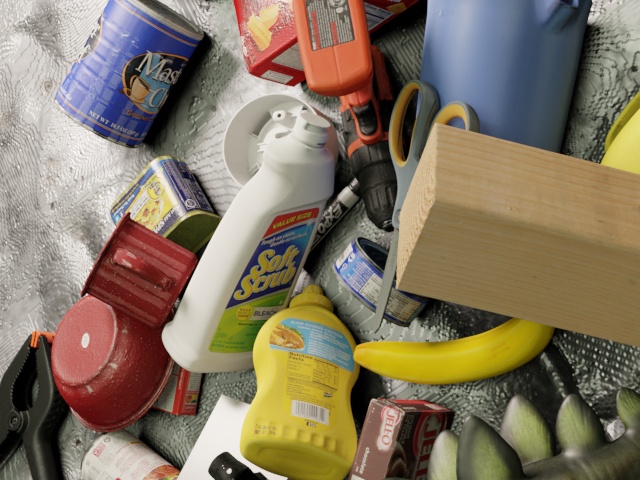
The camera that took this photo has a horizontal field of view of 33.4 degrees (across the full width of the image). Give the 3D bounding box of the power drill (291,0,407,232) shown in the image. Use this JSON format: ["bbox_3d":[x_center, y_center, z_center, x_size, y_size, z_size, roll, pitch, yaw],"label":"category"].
[{"bbox_3d":[0.031,-0.117,0.902,0.057,0.187,0.184,-14,66,8],"label":"power drill"}]

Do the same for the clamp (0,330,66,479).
[{"bbox_3d":[-0.333,0.205,1.182,0.165,0.036,0.210,-1,80,33],"label":"clamp"}]

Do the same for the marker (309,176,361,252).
[{"bbox_3d":[0.010,-0.024,1.003,0.121,0.020,0.020,-47,61,18],"label":"marker"}]

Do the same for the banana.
[{"bbox_3d":[0.121,0.087,0.890,0.198,0.037,0.069,-25,103,33],"label":"banana"}]

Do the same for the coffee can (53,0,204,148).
[{"bbox_3d":[-0.201,-0.182,1.118,0.103,0.102,0.140,40,105,31],"label":"coffee can"}]

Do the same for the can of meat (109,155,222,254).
[{"bbox_3d":[-0.162,-0.024,1.095,0.102,0.057,0.084,-43,60,21],"label":"can of meat"}]

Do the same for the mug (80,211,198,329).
[{"bbox_3d":[-0.168,0.030,1.005,0.081,0.117,0.093,29,77,-5],"label":"mug"}]

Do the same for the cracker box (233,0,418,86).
[{"bbox_3d":[0.005,-0.265,0.986,0.214,0.071,0.164,-28,65,43],"label":"cracker box"}]

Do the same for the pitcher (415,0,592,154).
[{"bbox_3d":[0.132,-0.089,0.878,0.145,0.149,0.243,9,91,19],"label":"pitcher"}]

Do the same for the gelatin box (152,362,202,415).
[{"bbox_3d":[-0.160,0.133,1.084,0.089,0.030,0.073,9,87,37],"label":"gelatin box"}]

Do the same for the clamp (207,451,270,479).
[{"bbox_3d":[-0.056,0.201,0.852,0.039,0.120,0.172,-42,21,-17],"label":"clamp"}]

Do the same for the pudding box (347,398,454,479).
[{"bbox_3d":[0.064,0.189,0.891,0.039,0.089,0.113,20,94,36],"label":"pudding box"}]

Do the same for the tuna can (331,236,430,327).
[{"bbox_3d":[0.054,0.035,0.925,0.086,0.086,0.034,45,105,30],"label":"tuna can"}]

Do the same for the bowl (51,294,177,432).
[{"bbox_3d":[-0.218,0.107,1.070,0.162,0.055,0.162,-17,60,31],"label":"bowl"}]

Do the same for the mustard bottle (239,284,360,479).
[{"bbox_3d":[-0.013,0.115,0.939,0.058,0.096,0.191,118,164,-44],"label":"mustard bottle"}]

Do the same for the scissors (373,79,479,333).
[{"bbox_3d":[0.079,-0.024,0.823,0.096,0.016,0.202,3,90,50],"label":"scissors"}]

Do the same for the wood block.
[{"bbox_3d":[0.165,-0.001,0.753,0.090,0.206,0.091,-82,7,-48],"label":"wood block"}]

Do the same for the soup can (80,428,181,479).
[{"bbox_3d":[-0.182,0.239,1.058,0.102,0.068,0.068,29,98,34],"label":"soup can"}]

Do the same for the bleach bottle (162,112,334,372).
[{"bbox_3d":[-0.056,0.001,0.962,0.068,0.102,0.251,46,122,42],"label":"bleach bottle"}]
